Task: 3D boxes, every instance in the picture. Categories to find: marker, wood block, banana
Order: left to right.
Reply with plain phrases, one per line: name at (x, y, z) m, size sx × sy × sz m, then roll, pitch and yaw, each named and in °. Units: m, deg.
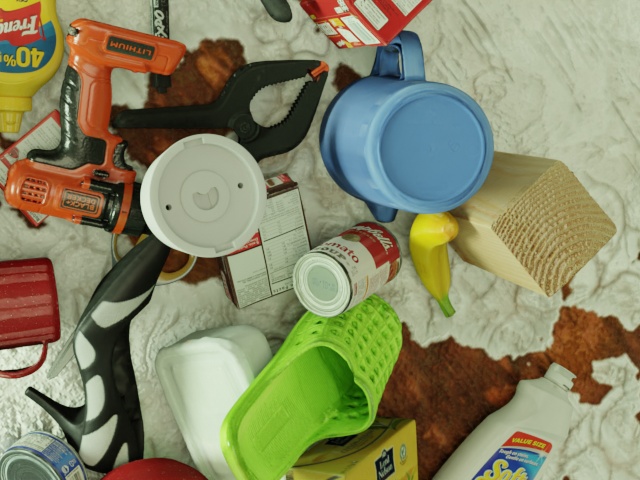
marker at (-0.153, -0.202, 1.023) m, size 0.020 × 0.020 × 0.121 m, roll -2°, pitch 98°, yaw -13°
banana at (0.115, 0.008, 1.053) m, size 0.037 × 0.198 × 0.070 m, roll -37°, pitch 64°, yaw -10°
wood block at (0.181, -0.024, 1.027) m, size 0.090 × 0.206 × 0.090 m, roll -44°, pitch 105°, yaw -4°

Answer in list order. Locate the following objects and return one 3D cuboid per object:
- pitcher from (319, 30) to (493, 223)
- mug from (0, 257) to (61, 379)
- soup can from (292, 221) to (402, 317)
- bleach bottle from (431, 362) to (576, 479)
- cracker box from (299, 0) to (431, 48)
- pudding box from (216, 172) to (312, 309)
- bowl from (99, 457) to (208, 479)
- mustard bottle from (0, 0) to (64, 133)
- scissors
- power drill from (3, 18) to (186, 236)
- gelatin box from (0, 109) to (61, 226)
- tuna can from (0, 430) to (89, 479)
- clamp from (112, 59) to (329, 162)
pitcher at (0.076, -0.099, 0.974) m, size 0.145 × 0.243 × 0.149 m, roll -43°, pitch 99°, yaw 0°
mug at (-0.285, 0.070, 0.990) m, size 0.081 × 0.093 × 0.117 m, roll -7°, pitch 69°, yaw -17°
soup can at (0.027, 0.027, 1.045) m, size 0.102 × 0.069 × 0.068 m, roll -29°, pitch 108°, yaw -53°
bleach bottle at (0.186, 0.237, 1.140) m, size 0.102 × 0.068 × 0.251 m, roll 36°, pitch 87°, yaw -15°
cracker box at (0.090, -0.276, 0.994) m, size 0.213 × 0.164 × 0.072 m, roll -46°, pitch 106°, yaw -3°
pudding box at (-0.057, 0.001, 1.045) m, size 0.090 × 0.039 × 0.113 m, roll -21°, pitch 122°, yaw -17°
bowl at (-0.170, 0.258, 1.040) m, size 0.162 × 0.055 × 0.162 m, roll -14°, pitch 144°, yaw -11°
mustard bottle at (-0.283, -0.194, 0.975) m, size 0.096 × 0.058 × 0.192 m, roll 0°, pitch 98°, yaw -18°
scissors at (-0.189, 0.058, 1.053) m, size 0.096 × 0.016 × 0.202 m, roll 21°, pitch 93°, yaw -15°
power drill at (-0.181, -0.098, 0.980) m, size 0.184 × 0.057 × 0.188 m, roll 12°, pitch 99°, yaw -21°
gelatin box at (-0.261, -0.069, 1.012) m, size 0.089 × 0.030 × 0.073 m, roll -41°, pitch 106°, yaw -5°
tuna can at (-0.267, 0.228, 1.025) m, size 0.086 × 0.033 × 0.086 m, roll 11°, pitch 118°, yaw 22°
clamp at (-0.074, -0.101, 1.046) m, size 0.210 × 0.036 × 0.164 m, roll -31°, pitch 105°, yaw -3°
